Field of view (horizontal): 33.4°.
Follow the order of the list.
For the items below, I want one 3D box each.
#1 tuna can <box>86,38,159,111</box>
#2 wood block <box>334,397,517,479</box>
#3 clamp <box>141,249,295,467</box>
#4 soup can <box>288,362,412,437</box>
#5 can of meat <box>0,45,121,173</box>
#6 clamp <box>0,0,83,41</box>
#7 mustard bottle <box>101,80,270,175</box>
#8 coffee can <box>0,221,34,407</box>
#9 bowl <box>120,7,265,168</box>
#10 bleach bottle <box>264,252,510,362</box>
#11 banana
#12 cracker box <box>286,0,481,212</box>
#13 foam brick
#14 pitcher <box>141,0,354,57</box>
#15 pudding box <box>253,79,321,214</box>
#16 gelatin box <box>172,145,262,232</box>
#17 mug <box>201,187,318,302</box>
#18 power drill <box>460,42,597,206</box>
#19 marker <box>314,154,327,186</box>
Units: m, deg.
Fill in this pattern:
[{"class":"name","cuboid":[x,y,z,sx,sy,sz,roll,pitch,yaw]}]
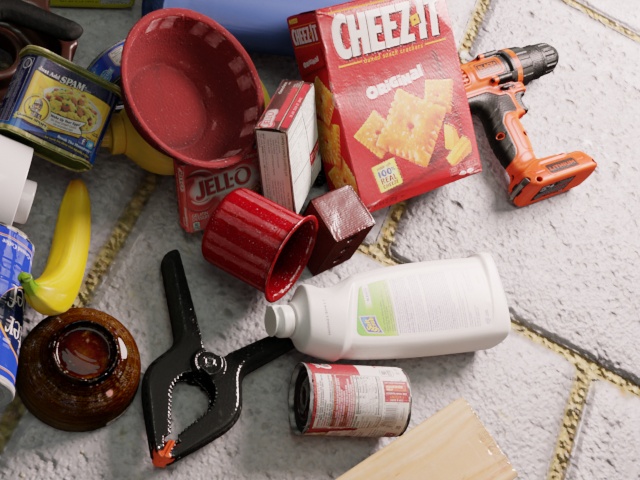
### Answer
[{"class":"tuna can","cuboid":[-0.195,-0.170,1.086,0.086,0.086,0.034,-28,77,-30]},{"class":"wood block","cuboid":[0.063,0.238,0.958,0.205,0.091,0.090,-27,74,-29]},{"class":"clamp","cuboid":[-0.115,0.111,0.994,0.164,0.036,0.209,32,53,0]},{"class":"soup can","cuboid":[0.028,0.151,1.006,0.102,0.069,0.068,5,62,-18]},{"class":"can of meat","cuboid":[-0.248,-0.121,1.005,0.102,0.058,0.084,26,75,-28]},{"class":"clamp","cuboid":[-0.323,-0.251,1.044,0.171,0.039,0.120,-1,64,-22]},{"class":"mustard bottle","cuboid":[-0.143,-0.116,1.093,0.191,0.058,0.096,-9,73,-23]},{"class":"coffee can","cuboid":[-0.305,0.064,0.912,0.102,0.103,0.140,9,60,-16]},{"class":"bowl","cuboid":[-0.133,-0.138,1.024,0.161,0.055,0.162,16,65,-37]},{"class":"bleach bottle","cuboid":[0.063,0.066,1.050,0.250,0.068,0.102,-1,65,-27]},{"class":"banana","cuboid":[-0.234,0.014,0.971,0.037,0.070,0.198,4,28,-3]},{"class":"cracker box","cuboid":[0.072,-0.150,1.127,0.164,0.072,0.214,-19,103,-27]},{"class":"foam brick","cuboid":[0.011,-0.010,1.080,0.052,0.078,0.051,-24,72,-29]},{"class":"pitcher","cuboid":[-0.068,-0.275,1.165,0.242,0.149,0.145,6,25,-21]},{"class":"pudding box","cuboid":[-0.032,-0.091,1.070,0.039,0.113,0.090,8,42,17]},{"class":"gelatin box","cuboid":[-0.100,-0.054,1.067,0.089,0.073,0.030,-16,28,-26]},{"class":"mug","cuboid":[-0.057,0.001,1.038,0.081,0.117,0.093,27,96,17]},{"class":"power drill","cuboid":[0.240,-0.142,1.247,0.184,0.057,0.188,-21,69,-24]},{"class":"marker","cuboid":[0.000,-0.112,1.166,0.020,0.020,0.121,10,61,-15]}]
